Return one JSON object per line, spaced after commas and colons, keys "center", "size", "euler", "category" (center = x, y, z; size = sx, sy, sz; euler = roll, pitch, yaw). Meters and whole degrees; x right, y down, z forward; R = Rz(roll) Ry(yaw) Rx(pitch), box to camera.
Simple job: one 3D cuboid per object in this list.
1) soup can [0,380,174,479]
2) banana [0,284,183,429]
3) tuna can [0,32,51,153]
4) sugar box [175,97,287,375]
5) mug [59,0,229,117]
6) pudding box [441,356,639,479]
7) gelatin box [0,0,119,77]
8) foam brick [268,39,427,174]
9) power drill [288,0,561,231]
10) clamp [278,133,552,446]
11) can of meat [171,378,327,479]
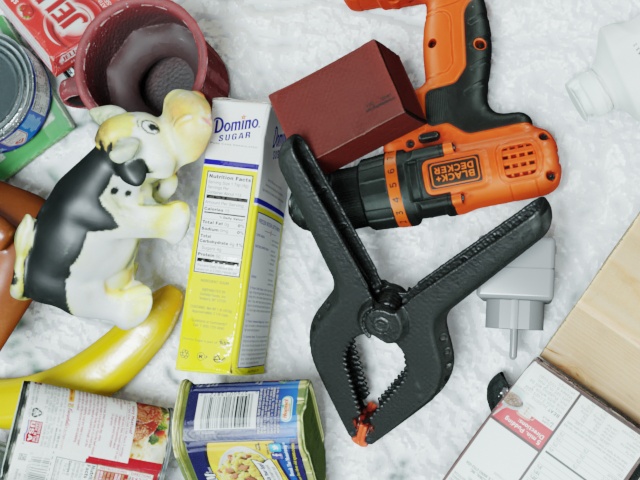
{"center": [-0.155, 0.136, 0.714], "size": [0.102, 0.069, 0.068], "euler": [14, 87, -14], "category": "soup can"}
{"center": [-0.183, 0.092, 0.758], "size": [0.198, 0.037, 0.069], "euler": [-18, 83, 9], "category": "banana"}
{"center": [-0.240, -0.107, 0.775], "size": [0.086, 0.033, 0.086], "euler": [-1, 83, 12], "category": "tuna can"}
{"center": [-0.055, 0.001, 0.713], "size": [0.048, 0.093, 0.176], "euler": [4, 85, 9], "category": "sugar box"}
{"center": [-0.123, -0.110, 0.743], "size": [0.117, 0.081, 0.093], "euler": [-13, 82, 10], "category": "mug"}
{"center": [0.135, 0.141, 0.654], "size": [0.090, 0.039, 0.113], "euler": [36, 88, 17], "category": "pudding box"}
{"center": [-0.189, -0.175, 0.777], "size": [0.073, 0.030, 0.089], "euler": [-37, 78, -17], "category": "gelatin box"}
{"center": [0.018, -0.082, 0.674], "size": [0.078, 0.051, 0.053], "euler": [-25, 80, 18], "category": "foam brick"}
{"center": [0.057, -0.103, 0.720], "size": [0.184, 0.057, 0.187], "euler": [-10, 84, 12], "category": "power drill"}
{"center": [0.034, 0.037, 0.668], "size": [0.164, 0.036, 0.210], "euler": [22, 122, 10], "category": "clamp"}
{"center": [-0.043, 0.135, 0.695], "size": [0.084, 0.102, 0.057], "euler": [-3, 45, 8], "category": "can of meat"}
